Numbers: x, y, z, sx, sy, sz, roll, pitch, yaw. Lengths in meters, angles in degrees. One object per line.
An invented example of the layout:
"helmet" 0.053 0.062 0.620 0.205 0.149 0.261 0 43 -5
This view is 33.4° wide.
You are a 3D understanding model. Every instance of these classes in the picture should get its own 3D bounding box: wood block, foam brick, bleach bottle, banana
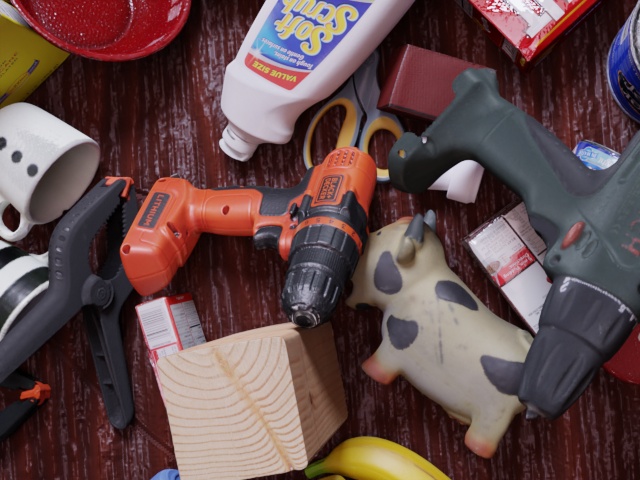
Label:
"wood block" -0.042 0.114 0.800 0.090 0.206 0.091 -11 87 8
"foam brick" 0.091 -0.119 0.847 0.078 0.053 0.051 14 93 -11
"bleach bottle" 0.000 -0.160 0.838 0.102 0.068 0.251 42 118 11
"banana" 0.084 0.215 0.868 0.198 0.037 0.070 33 124 11

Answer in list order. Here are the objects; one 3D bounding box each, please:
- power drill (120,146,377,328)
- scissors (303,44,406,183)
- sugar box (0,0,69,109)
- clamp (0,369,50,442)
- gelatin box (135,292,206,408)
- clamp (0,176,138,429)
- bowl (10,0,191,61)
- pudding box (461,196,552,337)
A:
"power drill" -0.055 0.001 0.825 0.188 0.184 0.057 -3 128 19
"scissors" 0.054 -0.135 0.882 0.096 0.016 0.202 28 95 7
"sugar box" -0.277 -0.150 0.854 0.093 0.176 0.048 -45 83 6
"clamp" -0.322 0.154 0.930 0.171 0.039 0.120 -1 91 9
"gelatin box" -0.117 0.090 0.880 0.030 0.073 0.089 -18 88 9
"clamp" -0.188 0.051 0.883 0.036 0.164 0.210 4 68 36
"bowl" -0.190 -0.210 0.879 0.161 0.055 0.162 10 67 -25
"pudding box" 0.181 0.018 0.849 0.090 0.039 0.113 -38 87 5
